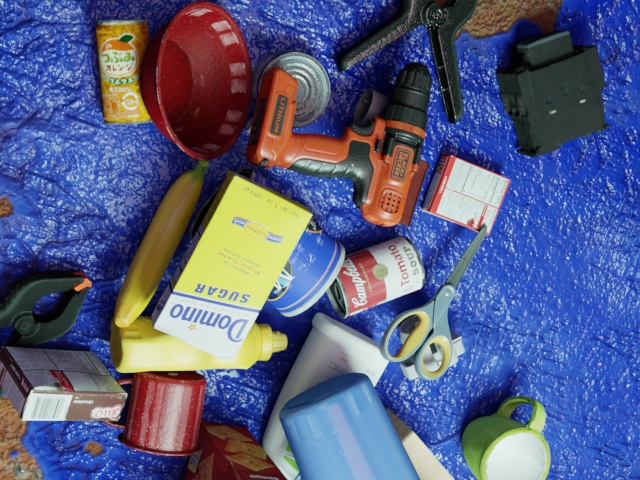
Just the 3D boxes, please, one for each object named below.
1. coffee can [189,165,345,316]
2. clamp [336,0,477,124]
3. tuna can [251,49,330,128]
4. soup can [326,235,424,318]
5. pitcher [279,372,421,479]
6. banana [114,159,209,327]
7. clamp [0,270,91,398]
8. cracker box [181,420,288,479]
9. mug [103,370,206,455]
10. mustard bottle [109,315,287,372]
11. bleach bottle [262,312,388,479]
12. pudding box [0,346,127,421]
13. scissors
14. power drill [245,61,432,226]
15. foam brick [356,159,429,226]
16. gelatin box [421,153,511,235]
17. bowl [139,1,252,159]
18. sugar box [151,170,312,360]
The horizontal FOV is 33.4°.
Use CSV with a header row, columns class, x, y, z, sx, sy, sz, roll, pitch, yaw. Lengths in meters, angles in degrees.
class,x,y,z,sx,sy,sz,roll,pitch,yaw
coffee can,-0.058,0.001,1.167,0.140,0.103,0.103,41,86,-21
clamp,0.114,-0.253,1.210,0.164,0.036,0.210,14,94,-21
tuna can,-0.033,-0.167,1.179,0.086,0.034,0.086,-4,102,-18
soup can,0.061,0.041,1.234,0.102,0.069,0.068,-20,106,-15
pitcher,0.039,0.276,1.155,0.149,0.145,0.243,-25,92,-38
banana,-0.173,0.002,1.141,0.037,0.069,0.198,24,81,2
clamp,-0.324,0.081,1.123,0.171,0.039,0.120,-44,130,-9
cracker box,-0.100,0.309,1.153,0.072,0.214,0.164,14,96,-21
mug,-0.182,0.182,1.171,0.117,0.093,0.081,9,93,-10
mustard bottle,-0.130,0.112,1.167,0.191,0.096,0.058,2,98,-19
bleach bottle,-0.021,0.216,1.244,0.102,0.068,0.251,29,93,-22
pudding box,-0.271,0.149,1.112,0.113,0.090,0.039,11,108,-41
scissors,0.153,0.081,1.246,0.201,0.016,0.096,-41,101,-18
power drill,0.024,-0.123,1.145,0.187,0.057,0.184,15,83,-16
foam brick,0.083,-0.063,1.229,0.051,0.053,0.078,16,94,-21
gelatin box,0.174,-0.055,1.273,0.089,0.030,0.073,19,93,-21
bowl,-0.138,-0.165,1.108,0.161,0.055,0.162,-14,106,-58
sugar box,-0.091,0.027,1.083,0.093,0.048,0.176,26,95,-16
